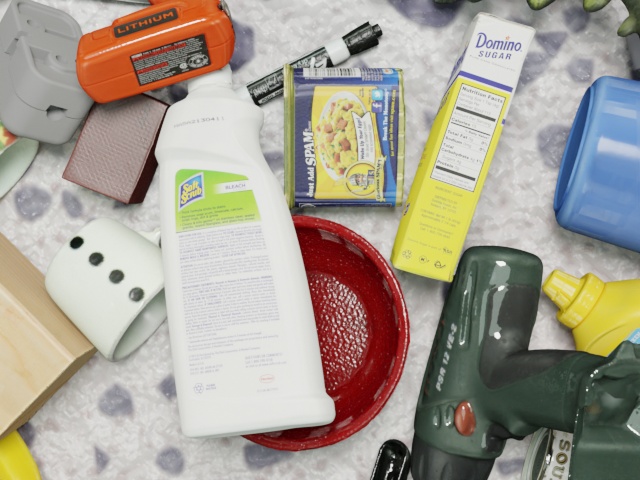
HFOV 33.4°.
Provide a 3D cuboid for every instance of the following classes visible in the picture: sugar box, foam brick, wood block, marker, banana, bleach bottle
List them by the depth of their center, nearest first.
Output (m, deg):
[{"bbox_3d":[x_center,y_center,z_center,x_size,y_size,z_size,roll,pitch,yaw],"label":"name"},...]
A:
[{"bbox_3d":[-0.055,0.001,0.711,0.102,0.068,0.251,-7,78,2],"label":"bleach bottle"},{"bbox_3d":[0.094,-0.061,0.735,0.048,0.093,0.176,16,92,1],"label":"sugar box"},{"bbox_3d":[-0.264,0.035,0.758,0.206,0.091,0.090,45,94,0],"label":"wood block"},{"bbox_3d":[-0.142,-0.070,0.768,0.053,0.051,0.078,24,93,1],"label":"foam brick"},{"bbox_3d":[-0.271,0.127,0.774,0.198,0.069,0.037,37,112,-2],"label":"banana"},{"bbox_3d":[-0.010,-0.126,0.775,0.121,0.020,0.020,-27,91,3],"label":"marker"}]

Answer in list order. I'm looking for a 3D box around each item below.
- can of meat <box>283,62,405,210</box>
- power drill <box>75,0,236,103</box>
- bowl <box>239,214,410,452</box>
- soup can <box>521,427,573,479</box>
[{"bbox_3d":[0.016,-0.072,0.749,0.084,0.057,0.102,0,107,-1],"label":"can of meat"},{"bbox_3d":[-0.145,-0.188,0.724,0.184,0.057,0.188,-18,66,-2],"label":"power drill"},{"bbox_3d":[-0.013,0.065,0.755,0.162,0.055,0.162,-1,84,14],"label":"bowl"},{"bbox_3d":[0.200,0.168,0.751,0.102,0.068,0.068,18,93,3],"label":"soup can"}]
